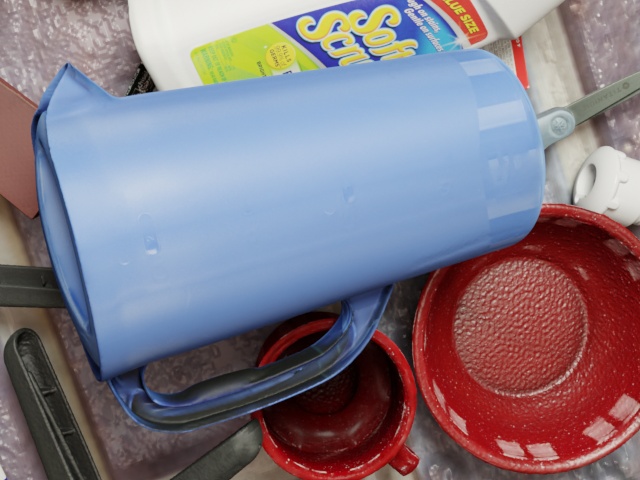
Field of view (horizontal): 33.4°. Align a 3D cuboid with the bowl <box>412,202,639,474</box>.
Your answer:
[{"bbox_3d":[0.130,0.057,0.651,0.162,0.055,0.162,0,94,-6],"label":"bowl"}]

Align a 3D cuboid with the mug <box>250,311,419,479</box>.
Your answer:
[{"bbox_3d":[0.012,0.094,0.628,0.117,0.081,0.093,40,89,-7],"label":"mug"}]

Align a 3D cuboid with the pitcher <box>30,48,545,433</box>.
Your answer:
[{"bbox_3d":[-0.014,-0.013,0.539,0.242,0.149,0.145,-14,59,-17],"label":"pitcher"}]

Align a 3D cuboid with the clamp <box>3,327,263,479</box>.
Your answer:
[{"bbox_3d":[-0.132,0.159,0.621,0.165,0.036,0.210,25,110,18],"label":"clamp"}]

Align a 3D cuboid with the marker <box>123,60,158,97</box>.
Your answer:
[{"bbox_3d":[-0.119,-0.061,0.633,0.020,0.020,0.121,28,90,-8],"label":"marker"}]

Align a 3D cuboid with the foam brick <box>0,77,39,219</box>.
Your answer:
[{"bbox_3d":[-0.178,-0.057,0.611,0.078,0.051,0.053,39,88,-8],"label":"foam brick"}]

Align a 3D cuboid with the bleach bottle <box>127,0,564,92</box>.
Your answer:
[{"bbox_3d":[0.031,-0.131,0.578,0.251,0.068,0.102,-18,139,7],"label":"bleach bottle"}]
